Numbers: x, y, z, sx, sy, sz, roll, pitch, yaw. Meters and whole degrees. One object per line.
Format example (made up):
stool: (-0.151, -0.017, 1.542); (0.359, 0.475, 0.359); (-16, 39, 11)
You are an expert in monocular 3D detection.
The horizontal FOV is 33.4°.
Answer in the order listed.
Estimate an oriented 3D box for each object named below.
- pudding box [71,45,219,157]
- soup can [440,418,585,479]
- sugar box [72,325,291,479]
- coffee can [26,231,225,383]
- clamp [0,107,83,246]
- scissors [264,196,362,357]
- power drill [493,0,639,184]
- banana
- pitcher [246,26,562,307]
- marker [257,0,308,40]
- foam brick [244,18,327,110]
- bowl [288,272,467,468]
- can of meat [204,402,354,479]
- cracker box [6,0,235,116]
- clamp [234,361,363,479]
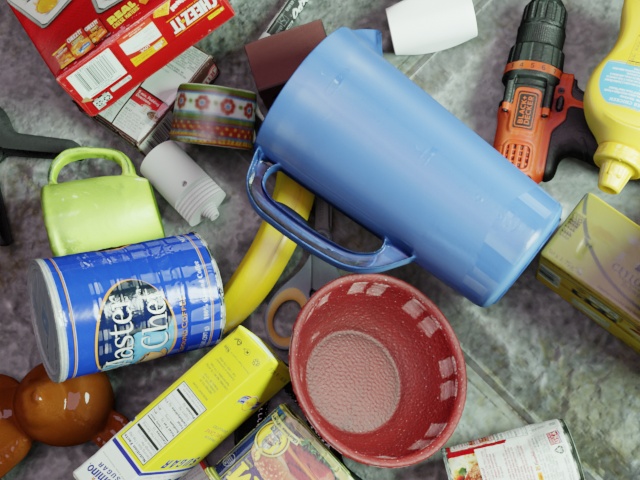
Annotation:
pudding box: (-0.165, -0.147, 1.010); (0.090, 0.039, 0.113); (35, 80, 18)
soup can: (0.154, 0.188, 0.857); (0.102, 0.068, 0.068); (-16, 74, 4)
sugar box: (-0.106, 0.148, 0.863); (0.176, 0.093, 0.048); (-44, 70, -3)
coffee can: (-0.164, 0.054, 0.895); (0.140, 0.103, 0.103); (-11, 72, -25)
clamp: (-0.307, -0.089, 1.018); (0.120, 0.039, 0.171); (-40, 73, -7)
scissors: (-0.016, 0.012, 0.957); (0.096, 0.016, 0.202); (-15, 74, 5)
power drill: (0.250, -0.119, 0.929); (0.188, 0.057, 0.184); (11, 81, 14)
banana: (-0.046, -0.002, 0.949); (0.037, 0.070, 0.197); (28, 76, -26)
pitcher: (0.067, -0.048, 0.883); (0.243, 0.144, 0.149); (38, 122, 7)
marker: (-0.022, -0.229, 1.019); (0.020, 0.020, 0.121); (32, 82, 15)
foam brick: (-0.024, -0.160, 0.984); (0.078, 0.053, 0.051); (-18, 74, 4)
bowl: (0.039, 0.111, 0.881); (0.161, 0.055, 0.162); (9, 67, -22)
can of meat: (-0.027, 0.193, 0.851); (0.084, 0.057, 0.102); (-42, 76, -5)
cracker box: (-0.202, -0.237, 0.994); (0.164, 0.072, 0.214); (-37, 55, -1)
clamp: (-0.026, 0.198, 0.899); (0.164, 0.036, 0.210); (-27, 71, 1)
